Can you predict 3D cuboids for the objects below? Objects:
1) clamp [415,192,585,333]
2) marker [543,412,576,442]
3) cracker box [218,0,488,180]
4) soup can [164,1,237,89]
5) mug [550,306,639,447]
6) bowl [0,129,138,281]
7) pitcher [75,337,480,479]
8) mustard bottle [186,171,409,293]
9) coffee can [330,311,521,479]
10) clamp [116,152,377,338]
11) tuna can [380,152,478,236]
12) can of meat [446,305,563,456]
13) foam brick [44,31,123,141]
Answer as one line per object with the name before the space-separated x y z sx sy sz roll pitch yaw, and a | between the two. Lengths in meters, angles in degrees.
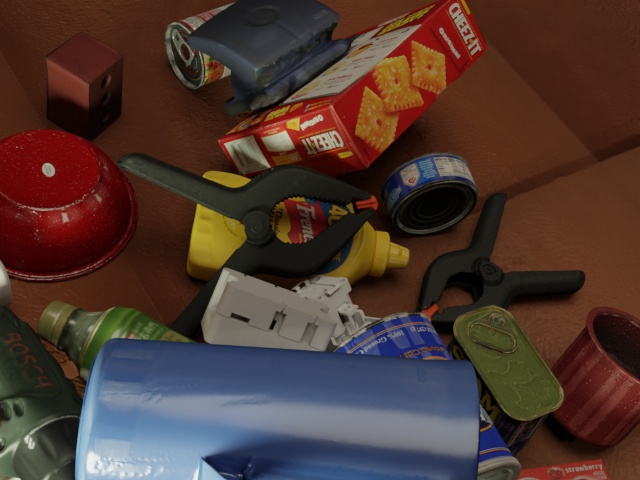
clamp | 0.145 0.025 0.970 0.171 0.039 0.120 -22 59 -27
marker | 0.172 0.125 0.909 0.020 0.020 0.121 -31 65 -31
cracker box | 0.033 -0.134 0.991 0.213 0.164 0.072 -44 112 -36
soup can | -0.095 -0.200 1.072 0.102 0.069 0.068 -27 63 -30
mug | 0.244 0.114 0.888 0.117 0.082 0.093 -11 51 -47
bowl | -0.238 -0.045 0.925 0.162 0.055 0.162 7 52 -9
pitcher | -0.025 0.130 0.668 0.242 0.149 0.145 7 59 -3
mustard bottle | -0.017 0.000 0.938 0.191 0.058 0.096 10 60 -6
coffee can | 0.074 0.141 0.820 0.102 0.103 0.140 -16 57 -24
clamp | -0.056 0.001 0.880 0.210 0.036 0.164 -5 89 -4
tuna can | 0.100 -0.041 0.981 0.086 0.086 0.034 -5 56 -17
can of meat | 0.139 0.118 0.865 0.057 0.084 0.102 -17 58 -24
foam brick | -0.219 -0.143 0.991 0.051 0.078 0.052 31 52 13
